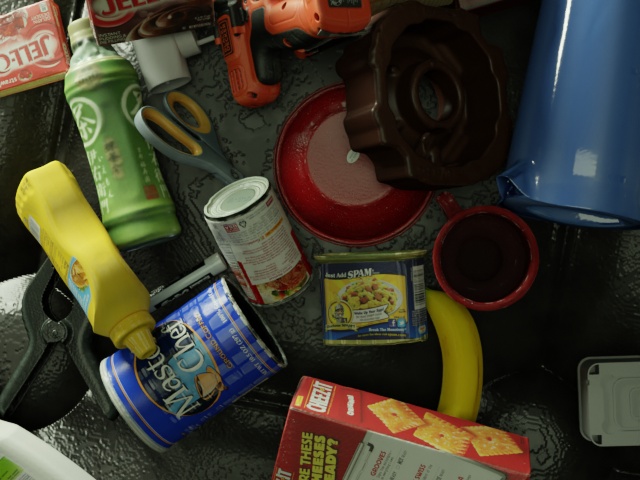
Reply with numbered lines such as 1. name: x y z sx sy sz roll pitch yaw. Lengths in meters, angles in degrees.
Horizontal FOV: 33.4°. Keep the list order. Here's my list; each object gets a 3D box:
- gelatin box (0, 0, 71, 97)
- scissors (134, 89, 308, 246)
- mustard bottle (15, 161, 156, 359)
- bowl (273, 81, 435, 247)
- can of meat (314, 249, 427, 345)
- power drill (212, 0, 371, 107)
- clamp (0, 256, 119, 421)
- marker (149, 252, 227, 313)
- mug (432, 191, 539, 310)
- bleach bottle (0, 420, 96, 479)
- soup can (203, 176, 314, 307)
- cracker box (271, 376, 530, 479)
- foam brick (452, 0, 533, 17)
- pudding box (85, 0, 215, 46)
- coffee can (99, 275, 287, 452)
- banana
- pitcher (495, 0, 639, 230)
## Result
1. gelatin box: -0.290 -0.185 1.038 0.089 0.030 0.073 -15 88 4
2. scissors: -0.088 -0.076 1.021 0.201 0.096 0.016 32 128 -23
3. mustard bottle: -0.204 0.026 0.959 0.058 0.096 0.192 -27 69 -26
4. bowl: 0.033 -0.075 1.001 0.162 0.055 0.162 0 88 4
5. can of meat: 0.049 0.052 0.988 0.102 0.057 0.084 -3 91 22
6. power drill: -0.037 -0.227 0.954 0.057 0.188 0.184 -11 89 -33
7. clamp: -0.259 0.095 1.026 0.120 0.039 0.171 -8 82 -1
8. marker: -0.146 0.049 1.028 0.121 0.020 0.020 -30 87 3
9. mug: 0.141 0.006 0.978 0.093 0.081 0.117 -35 87 2
10. bleach bottle: -0.277 0.221 0.988 0.102 0.068 0.251 -44 97 4
11. soup can: -0.056 0.001 0.978 0.068 0.068 0.102 -24 117 3
12. cracker box: 0.063 0.230 0.963 0.214 0.072 0.164 15 112 4
13. foam brick: 0.160 -0.242 0.997 0.078 0.053 0.051 -16 88 2
14. pudding box: -0.154 -0.225 0.954 0.113 0.090 0.039 -14 59 -10
15. coffee can: -0.116 0.113 0.983 0.140 0.103 0.103 -35 87 2
16. banana: 0.120 0.134 1.002 0.070 0.037 0.198 -4 85 33
17. pitcher: 0.251 -0.131 0.960 0.145 0.149 0.243 9 86 19
